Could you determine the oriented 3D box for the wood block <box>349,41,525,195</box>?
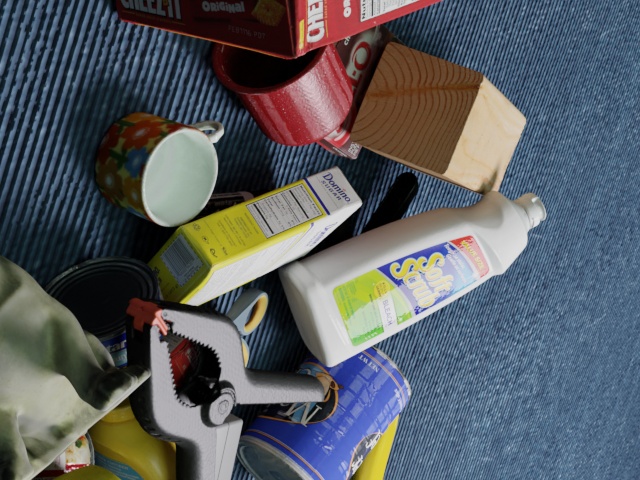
[{"bbox_3d":[0.112,-0.102,0.960,0.090,0.091,0.205,-68,160,4],"label":"wood block"}]

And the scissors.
[{"bbox_3d":[-0.075,0.059,0.847,0.202,0.016,0.096,81,33,-64],"label":"scissors"}]

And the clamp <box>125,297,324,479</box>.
[{"bbox_3d":[-0.072,0.106,0.749,0.164,0.036,0.210,-47,136,-30],"label":"clamp"}]

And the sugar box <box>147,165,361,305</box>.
[{"bbox_3d":[-0.056,0.001,0.835,0.175,0.048,0.093,-28,170,-46],"label":"sugar box"}]

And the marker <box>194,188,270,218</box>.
[{"bbox_3d":[-0.079,-0.029,0.847,0.120,0.020,0.020,-9,114,-52],"label":"marker"}]

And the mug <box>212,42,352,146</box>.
[{"bbox_3d":[-0.025,-0.135,0.818,0.081,0.093,0.117,57,25,-55],"label":"mug"}]

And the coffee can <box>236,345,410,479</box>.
[{"bbox_3d":[0.003,0.167,0.984,0.140,0.103,0.103,-49,140,-27],"label":"coffee can"}]

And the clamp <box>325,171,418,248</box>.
[{"bbox_3d":[0.025,0.013,0.993,0.120,0.039,0.171,7,104,-37],"label":"clamp"}]

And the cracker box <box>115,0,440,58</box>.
[{"bbox_3d":[-0.010,-0.191,0.730,0.213,0.164,0.072,-30,128,-42],"label":"cracker box"}]

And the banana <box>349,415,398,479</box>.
[{"bbox_3d":[0.057,0.251,1.157,0.069,0.037,0.198,0,107,-52],"label":"banana"}]

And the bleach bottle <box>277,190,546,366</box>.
[{"bbox_3d":[0.092,0.015,0.964,0.250,0.068,0.102,-27,119,-15],"label":"bleach bottle"}]

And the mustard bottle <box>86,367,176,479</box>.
[{"bbox_3d":[-0.140,0.171,0.800,0.058,0.096,0.192,-35,132,-39],"label":"mustard bottle"}]

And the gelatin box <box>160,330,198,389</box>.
[{"bbox_3d":[-0.122,0.088,0.787,0.030,0.089,0.073,-46,139,-29],"label":"gelatin box"}]

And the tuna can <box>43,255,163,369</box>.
[{"bbox_3d":[-0.149,0.051,0.734,0.086,0.086,0.034,-42,139,-33],"label":"tuna can"}]

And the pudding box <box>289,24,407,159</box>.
[{"bbox_3d":[0.019,-0.137,0.905,0.089,0.039,0.113,28,84,-55],"label":"pudding box"}]
